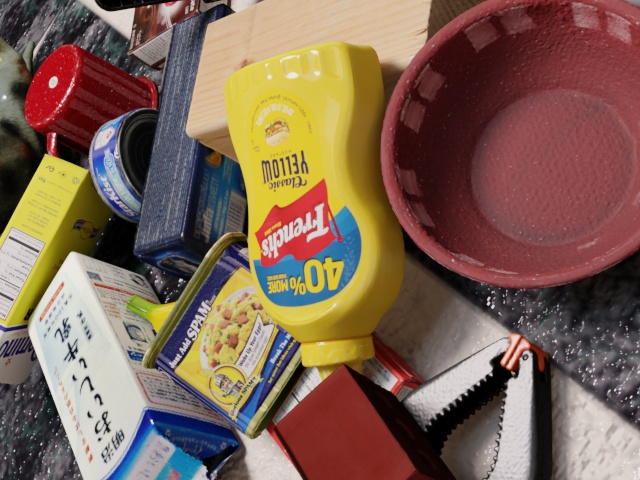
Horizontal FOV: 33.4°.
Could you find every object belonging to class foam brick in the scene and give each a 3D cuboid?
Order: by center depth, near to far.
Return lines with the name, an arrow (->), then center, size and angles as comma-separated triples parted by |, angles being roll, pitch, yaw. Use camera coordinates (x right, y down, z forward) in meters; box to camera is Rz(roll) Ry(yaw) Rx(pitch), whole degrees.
foam brick -> 0.024, 0.109, 0.523 | 0.051, 0.053, 0.078 | -46, 45, 9

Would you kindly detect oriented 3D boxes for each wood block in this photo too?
wood block -> 0.018, -0.111, 0.688 | 0.207, 0.090, 0.091 | -10, 64, 43

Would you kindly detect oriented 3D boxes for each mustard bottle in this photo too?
mustard bottle -> 0.000, -0.007, 0.596 | 0.096, 0.058, 0.191 | -10, 87, 38

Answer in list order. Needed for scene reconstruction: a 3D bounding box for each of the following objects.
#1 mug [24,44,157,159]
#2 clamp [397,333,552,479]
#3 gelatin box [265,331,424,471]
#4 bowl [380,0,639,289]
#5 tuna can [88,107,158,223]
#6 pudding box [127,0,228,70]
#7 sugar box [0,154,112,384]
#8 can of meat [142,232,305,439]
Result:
mug -> -0.205, -0.107, 0.929 | 0.093, 0.081, 0.117 | -6, 65, 45
clamp -> 0.048, 0.140, 0.551 | 0.165, 0.036, 0.210 | 22, 84, 37
gelatin box -> 0.016, 0.099, 0.624 | 0.089, 0.030, 0.073 | -57, 39, 8
bowl -> 0.115, -0.047, 0.554 | 0.162, 0.055, 0.162 | -7, 71, 21
tuna can -> -0.134, -0.058, 0.825 | 0.034, 0.086, 0.086 | -18, 57, 38
pudding box -> -0.120, -0.215, 0.930 | 0.090, 0.039, 0.113 | -23, 54, 37
sugar box -> -0.224, 0.026, 0.839 | 0.048, 0.093, 0.176 | 22, 84, 9
can of meat -> -0.047, 0.060, 0.663 | 0.084, 0.057, 0.102 | 34, 99, 12
